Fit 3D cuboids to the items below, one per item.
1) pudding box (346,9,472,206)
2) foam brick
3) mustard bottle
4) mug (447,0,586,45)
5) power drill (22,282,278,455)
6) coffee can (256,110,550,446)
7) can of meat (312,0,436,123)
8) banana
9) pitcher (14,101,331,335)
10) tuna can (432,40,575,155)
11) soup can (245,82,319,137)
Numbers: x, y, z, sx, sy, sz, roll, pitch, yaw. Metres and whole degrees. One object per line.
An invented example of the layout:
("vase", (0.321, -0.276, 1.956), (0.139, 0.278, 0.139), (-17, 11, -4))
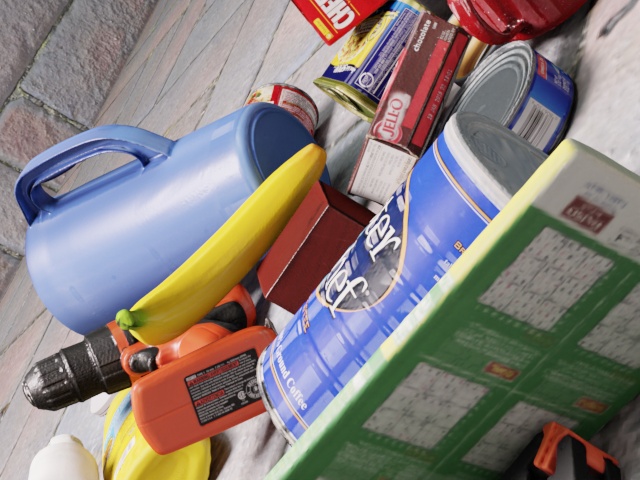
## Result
("pudding box", (0.054, -0.078, 0.670), (0.113, 0.039, 0.090), (101, -166, -74))
("foam brick", (0.001, 0.010, 0.704), (0.078, 0.051, 0.053), (-55, 19, 14))
("mustard bottle", (-0.132, 0.154, 0.817), (0.096, 0.058, 0.192), (-64, 18, 4))
("mug", (0.109, -0.162, 0.618), (0.093, 0.081, 0.117), (-14, 41, 47))
("power drill", (-0.112, 0.088, 0.750), (0.184, 0.057, 0.188), (-24, 17, -17))
("coffee can", (0.054, 0.031, 0.451), (0.140, 0.102, 0.103), (-52, 19, 22))
("can of meat", (0.048, -0.135, 0.805), (0.084, 0.057, 0.102), (-56, 19, 2))
("banana", (-0.063, 0.010, 0.715), (0.197, 0.037, 0.070), (-46, -1, -31))
("pitcher", (-0.120, -0.023, 0.856), (0.243, 0.149, 0.145), (-24, 76, 33))
("tuna can", (0.100, -0.065, 0.591), (0.086, 0.033, 0.086), (-50, 20, 25))
("soup can", (-0.042, -0.081, 0.938), (0.069, 0.068, 0.102), (-43, 25, 41))
